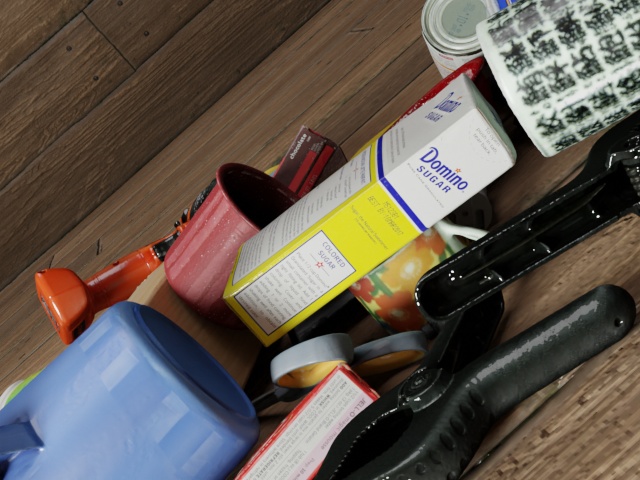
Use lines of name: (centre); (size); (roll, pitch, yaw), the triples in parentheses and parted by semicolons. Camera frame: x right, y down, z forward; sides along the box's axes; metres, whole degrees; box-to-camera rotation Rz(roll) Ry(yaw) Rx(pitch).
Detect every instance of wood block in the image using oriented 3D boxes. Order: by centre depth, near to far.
wood block: (-0.104, 0.080, 0.756); (0.090, 0.091, 0.206); (-43, 10, 21)

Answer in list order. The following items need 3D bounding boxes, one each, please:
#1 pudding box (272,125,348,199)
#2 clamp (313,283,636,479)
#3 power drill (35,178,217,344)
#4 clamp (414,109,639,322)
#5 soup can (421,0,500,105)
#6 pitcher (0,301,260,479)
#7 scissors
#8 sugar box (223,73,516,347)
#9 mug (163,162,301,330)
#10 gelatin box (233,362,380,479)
pudding box: (-0.013, -0.031, 0.854); (0.090, 0.039, 0.113); (-59, -16, -6)
clamp: (0.063, 0.073, 0.481); (0.171, 0.039, 0.120); (-47, 12, -25)
power drill: (-0.147, 0.016, 0.911); (0.187, 0.057, 0.185); (-26, -9, -19)
clamp: (0.146, -0.027, 0.506); (0.165, 0.036, 0.209); (-15, 21, 45)
soup can: (0.122, -0.156, 0.848); (0.068, 0.068, 0.102); (-41, -24, 3)
pitcher: (-0.154, 0.147, 0.567); (0.243, 0.145, 0.149); (-46, 8, 1)
scissors: (0.003, 0.082, 0.631); (0.096, 0.016, 0.202); (-8, -16, -11)
sugar box: (0.028, -0.019, 0.614); (0.176, 0.048, 0.093); (-35, 15, 15)
mug: (-0.055, 0.001, 0.743); (0.082, 0.093, 0.117); (-51, 23, 22)
gelatin box: (-0.014, 0.109, 0.547); (0.089, 0.030, 0.073); (-48, -4, -21)
